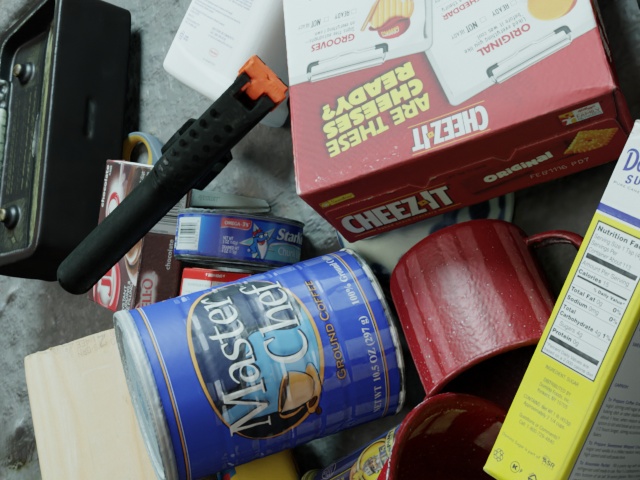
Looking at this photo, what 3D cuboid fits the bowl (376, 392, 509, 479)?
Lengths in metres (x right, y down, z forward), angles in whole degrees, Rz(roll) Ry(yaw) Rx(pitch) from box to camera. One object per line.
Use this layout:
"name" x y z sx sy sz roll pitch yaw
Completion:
"bowl" 0.072 0.156 0.502 0.055 0.161 0.162 -36 58 35

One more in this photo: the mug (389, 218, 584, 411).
"mug" 0.095 0.036 0.559 0.117 0.093 0.081 -35 53 23

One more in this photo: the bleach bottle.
"bleach bottle" -0.019 -0.212 0.741 0.103 0.067 0.251 35 104 40

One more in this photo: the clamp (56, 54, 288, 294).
"clamp" -0.083 -0.044 0.649 0.164 0.036 0.210 -50 9 -28

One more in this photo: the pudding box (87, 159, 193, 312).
"pudding box" -0.136 -0.001 0.797 0.090 0.039 0.113 13 93 56

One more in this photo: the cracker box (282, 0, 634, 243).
"cracker box" 0.065 -0.123 0.583 0.164 0.072 0.213 -18 58 21

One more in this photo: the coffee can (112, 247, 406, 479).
"coffee can" -0.036 0.071 0.607 0.103 0.140 0.103 165 90 -74

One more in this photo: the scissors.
"scissors" -0.108 -0.050 0.826 0.202 0.016 0.096 -13 73 43

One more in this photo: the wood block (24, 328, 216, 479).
"wood block" -0.114 0.167 0.666 0.090 0.091 0.206 -18 63 1

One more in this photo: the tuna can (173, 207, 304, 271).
"tuna can" -0.055 0.001 0.713 0.086 0.085 0.034 2 84 45
